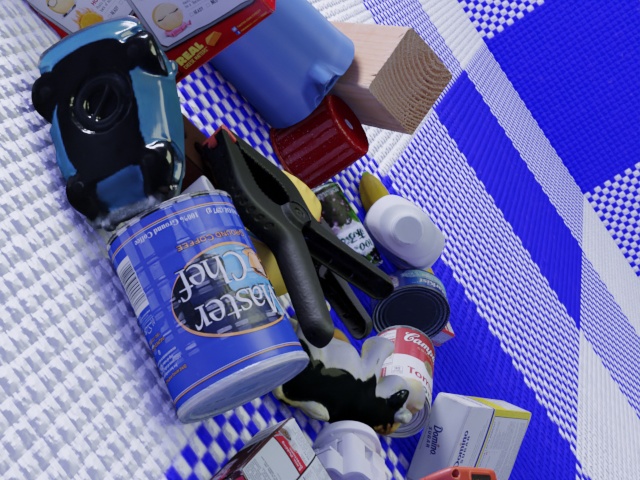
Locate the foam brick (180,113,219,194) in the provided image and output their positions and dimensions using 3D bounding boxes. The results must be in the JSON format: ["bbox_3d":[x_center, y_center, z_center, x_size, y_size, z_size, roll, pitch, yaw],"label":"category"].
[{"bbox_3d":[-0.123,-0.067,0.925,0.078,0.051,0.053,44,25,-31],"label":"foam brick"}]

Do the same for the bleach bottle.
[{"bbox_3d":[0.097,-0.006,1.179,0.102,0.068,0.251,37,1,1],"label":"bleach bottle"}]

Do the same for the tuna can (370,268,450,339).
[{"bbox_3d":[0.098,0.072,1.172,0.086,0.086,0.034,44,23,-31],"label":"tuna can"}]

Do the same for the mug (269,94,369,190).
[{"bbox_3d":[-0.002,-0.124,1.227,0.093,0.082,0.117,23,41,-56],"label":"mug"}]

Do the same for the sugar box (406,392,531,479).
[{"bbox_3d":[0.156,0.210,1.104,0.048,0.093,0.176,20,0,34],"label":"sugar box"}]

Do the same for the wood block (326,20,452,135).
[{"bbox_3d":[0.044,-0.198,1.270,0.090,0.091,0.206,42,-12,-35],"label":"wood block"}]

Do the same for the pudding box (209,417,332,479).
[{"bbox_3d":[-0.029,0.192,0.795,0.090,0.039,0.113,58,23,0],"label":"pudding box"}]

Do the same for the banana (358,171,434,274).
[{"bbox_3d":[0.097,-0.011,1.351,0.069,0.037,0.198,2,58,-64],"label":"banana"}]

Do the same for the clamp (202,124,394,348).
[{"bbox_3d":[-0.029,-0.007,0.894,0.210,0.036,0.164,49,24,-1],"label":"clamp"}]

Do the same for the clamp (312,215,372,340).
[{"bbox_3d":[0.001,0.030,1.054,0.120,0.039,0.171,35,28,-13],"label":"clamp"}]

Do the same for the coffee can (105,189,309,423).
[{"bbox_3d":[-0.083,0.049,0.783,0.102,0.103,0.140,5,55,-64],"label":"coffee can"}]

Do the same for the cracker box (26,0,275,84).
[{"bbox_3d":[-0.166,-0.240,0.915,0.213,0.164,0.072,47,22,-26],"label":"cracker box"}]

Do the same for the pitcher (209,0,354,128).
[{"bbox_3d":[-0.091,-0.247,1.164,0.242,0.149,0.145,42,41,-28],"label":"pitcher"}]

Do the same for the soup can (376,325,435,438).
[{"bbox_3d":[0.078,0.140,1.062,0.068,0.069,0.102,51,23,-17],"label":"soup can"}]
